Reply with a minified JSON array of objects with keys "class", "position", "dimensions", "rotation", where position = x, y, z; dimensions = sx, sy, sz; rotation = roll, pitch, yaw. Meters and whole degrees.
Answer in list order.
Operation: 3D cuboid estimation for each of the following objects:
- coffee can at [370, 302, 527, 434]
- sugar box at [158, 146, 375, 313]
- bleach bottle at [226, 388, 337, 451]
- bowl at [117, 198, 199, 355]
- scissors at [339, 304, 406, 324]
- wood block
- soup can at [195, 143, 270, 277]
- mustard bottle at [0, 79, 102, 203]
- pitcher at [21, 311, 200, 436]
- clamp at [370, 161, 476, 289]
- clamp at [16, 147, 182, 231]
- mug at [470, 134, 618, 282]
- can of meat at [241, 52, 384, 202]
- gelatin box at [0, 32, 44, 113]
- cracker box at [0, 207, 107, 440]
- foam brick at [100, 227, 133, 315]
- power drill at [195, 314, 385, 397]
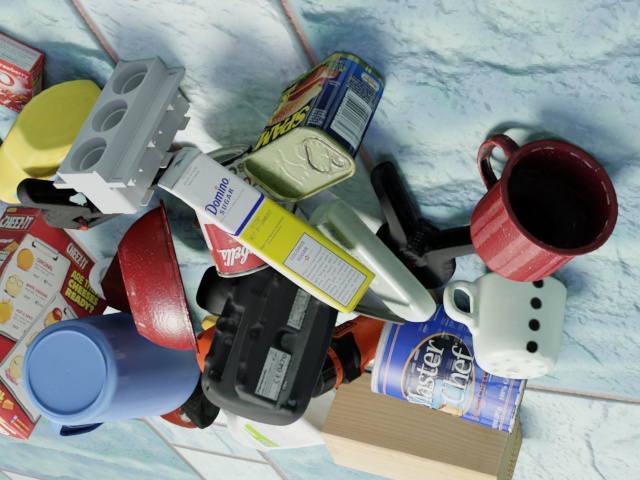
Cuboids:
[{"class":"coffee can","position":[0.131,0.117,1.032],"dimensions":[0.140,0.102,0.103],"rotation":[16,149,13]},{"class":"sugar box","position":[-0.045,-0.011,0.870],"dimensions":[0.176,0.048,0.093],"rotation":[38,176,-16]},{"class":"bleach bottle","position":[-0.063,0.227,1.384],"dimensions":[0.102,0.068,0.251],"rotation":[42,150,-13]},{"class":"bowl","position":[-0.165,0.042,1.063],"dimensions":[0.055,0.162,0.162],"rotation":[-14,148,-8]},{"class":"scissors","position":[0.025,0.057,1.025],"dimensions":[0.202,0.016,0.096],"rotation":[8,-169,39]},{"class":"wood block","position":[0.117,0.225,1.223],"dimensions":[0.206,0.090,0.090],"rotation":[10,148,22]},{"class":"soup can","position":[-0.076,-0.028,0.948],"dimensions":[0.069,0.068,0.102],"rotation":[-4,112,39]},{"class":"mustard bottle","position":[-0.267,-0.081,1.006],"dimensions":[0.058,0.096,0.192],"rotation":[50,146,-5]},{"class":"pitcher","position":[-0.239,0.150,1.197],"dimensions":[0.145,0.149,0.242],"rotation":[-2,176,12]},{"class":"clamp","position":[0.080,-0.006,0.939],"dimensions":[0.120,0.039,0.172],"rotation":[39,152,2]},{"class":"clamp","position":[-0.229,-0.041,1.035],"dimensions":[0.164,0.036,0.210],"rotation":[-12,174,-29]},{"class":"mug","position":[0.158,-0.027,0.812],"dimensions":[0.117,0.093,0.082],"rotation":[54,156,10]},{"class":"can of meat","position":[-0.004,-0.087,0.822],"dimensions":[0.057,0.084,0.102],"rotation":[37,148,-21]},{"class":"gelatin box","position":[-0.297,-0.158,0.970],"dimensions":[0.089,0.030,0.073],"rotation":[25,150,-2]},{"class":"cracker box","position":[-0.348,0.093,1.221],"dimensions":[0.072,0.213,0.164],"rotation":[5,145,32]},{"class":"foam brick","position":[-0.197,0.037,1.162],"dimensions":[0.051,0.078,0.053],"rotation":[17,149,9]},{"class":"power drill","position":[-0.041,0.118,1.104],"dimensions":[0.188,0.184,0.057],"rotation":[4,109,42]}]
